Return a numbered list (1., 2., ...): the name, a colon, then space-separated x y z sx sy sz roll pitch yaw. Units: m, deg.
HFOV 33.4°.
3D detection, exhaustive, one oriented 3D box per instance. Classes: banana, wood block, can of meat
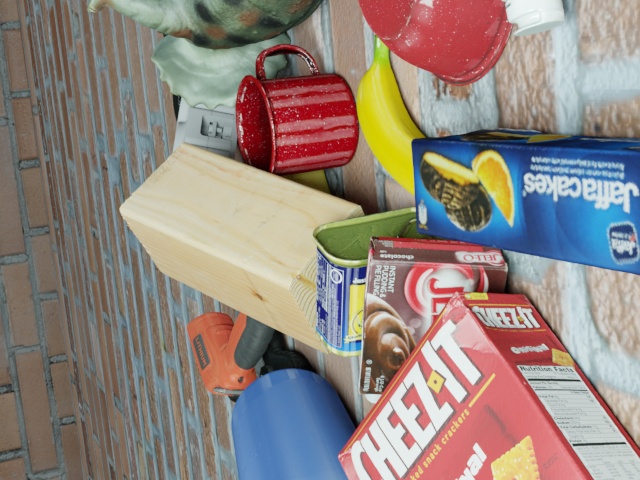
1. banana: 0.067 -0.071 0.766 0.198 0.037 0.070 -121 30 -42
2. wood block: -0.056 0.002 0.878 0.206 0.090 0.090 22 152 39
3. can of meat: 0.046 0.030 0.778 0.057 0.102 0.084 -131 35 -53

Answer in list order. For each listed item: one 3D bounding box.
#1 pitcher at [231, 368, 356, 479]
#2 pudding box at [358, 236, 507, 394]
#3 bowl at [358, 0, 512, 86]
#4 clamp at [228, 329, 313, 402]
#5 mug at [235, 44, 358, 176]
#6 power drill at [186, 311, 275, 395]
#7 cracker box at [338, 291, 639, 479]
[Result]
1. pitcher: -0.015 0.224 0.927 0.243 0.149 0.145 -117 11 -63
2. pudding box: 0.074 0.053 0.726 0.039 0.090 0.113 -87 0 -57
3. bowl: 0.065 -0.180 0.702 0.162 0.055 0.162 170 90 -68
4. clamp: -0.051 0.153 1.128 0.172 0.039 0.120 52 130 54
5. mug: -0.022 -0.110 0.911 0.093 0.081 0.117 157 103 -68
6. power drill: -0.075 0.053 1.091 0.188 0.057 0.184 -60 39 36
7. cracker box: 0.110 0.161 0.640 0.164 0.071 0.214 -58 43 30
